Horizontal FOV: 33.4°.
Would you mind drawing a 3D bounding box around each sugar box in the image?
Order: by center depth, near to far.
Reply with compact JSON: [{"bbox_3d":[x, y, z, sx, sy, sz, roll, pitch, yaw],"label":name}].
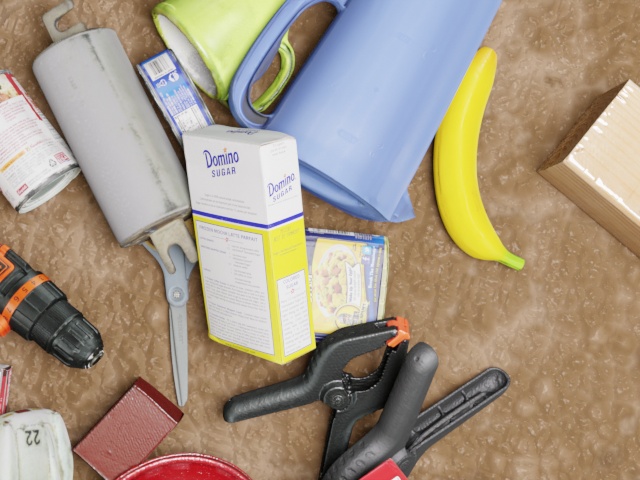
[{"bbox_3d":[-0.055,0.001,0.839,0.048,0.093,0.176,-19,114,-43],"label":"sugar box"}]

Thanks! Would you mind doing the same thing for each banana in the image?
[{"bbox_3d":[0.130,-0.068,0.928,0.069,0.037,0.198,-7,90,-21],"label":"banana"}]

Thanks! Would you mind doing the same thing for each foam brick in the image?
[{"bbox_3d":[-0.161,0.161,0.899,0.051,0.053,0.078,43,87,-1],"label":"foam brick"}]

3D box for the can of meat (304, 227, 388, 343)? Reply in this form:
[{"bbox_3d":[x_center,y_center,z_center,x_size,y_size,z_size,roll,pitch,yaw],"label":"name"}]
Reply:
[{"bbox_3d":[0.011,0.040,0.908,0.084,0.057,0.102,6,89,-5],"label":"can of meat"}]

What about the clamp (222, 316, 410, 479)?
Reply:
[{"bbox_3d":[0.003,0.122,0.884,0.120,0.039,0.172,29,108,-18],"label":"clamp"}]

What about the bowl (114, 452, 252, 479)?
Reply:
[{"bbox_3d":[-0.113,0.259,0.873,0.162,0.055,0.162,-4,106,-16],"label":"bowl"}]

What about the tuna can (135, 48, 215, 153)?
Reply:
[{"bbox_3d":[-0.119,-0.116,0.891,0.033,0.086,0.086,-30,90,-5],"label":"tuna can"}]

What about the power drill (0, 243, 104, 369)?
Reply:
[{"bbox_3d":[-0.296,0.088,0.863,0.184,0.057,0.187,38,65,10],"label":"power drill"}]

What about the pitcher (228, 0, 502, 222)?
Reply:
[{"bbox_3d":[0.047,-0.148,0.878,0.145,0.149,0.243,26,83,33],"label":"pitcher"}]

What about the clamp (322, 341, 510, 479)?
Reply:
[{"bbox_3d":[0.057,0.167,0.876,0.210,0.164,0.036,-46,57,5],"label":"clamp"}]

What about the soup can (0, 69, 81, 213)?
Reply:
[{"bbox_3d":[-0.257,-0.082,0.894,0.068,0.068,0.102,-37,91,-3],"label":"soup can"}]

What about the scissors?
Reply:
[{"bbox_3d":[-0.107,0.034,0.922,0.096,0.016,0.202,-18,89,0],"label":"scissors"}]
